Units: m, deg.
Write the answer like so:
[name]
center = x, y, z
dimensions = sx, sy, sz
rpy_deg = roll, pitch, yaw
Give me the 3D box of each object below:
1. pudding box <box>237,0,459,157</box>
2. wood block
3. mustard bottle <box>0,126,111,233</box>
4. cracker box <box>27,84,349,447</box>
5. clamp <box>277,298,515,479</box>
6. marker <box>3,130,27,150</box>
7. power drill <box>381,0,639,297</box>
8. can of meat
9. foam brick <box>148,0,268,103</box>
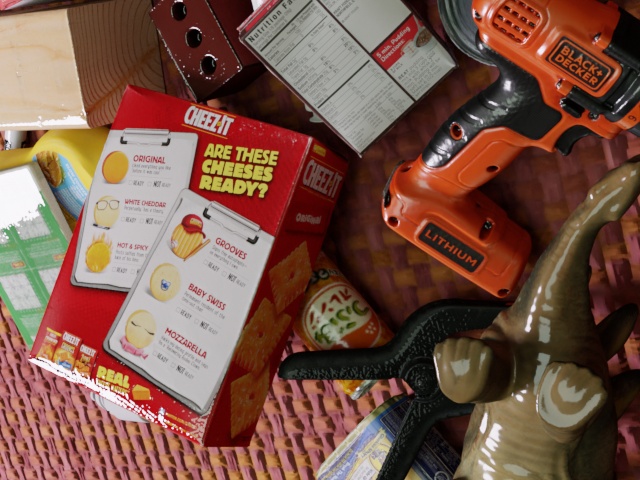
[pudding box]
center = 0.018, -0.122, 0.666
dimensions = 0.090, 0.039, 0.113
rpy_deg = -42, 109, 13
[wood block]
center = -0.234, -0.138, 0.855
dimensions = 0.206, 0.090, 0.090
rpy_deg = 3, 108, 34
[mustard bottle]
center = -0.202, -0.048, 0.879
dimensions = 0.192, 0.058, 0.096
rpy_deg = -16, 117, 37
[cracker box]
center = -0.093, 0.016, 0.749
dimensions = 0.164, 0.072, 0.214
rpy_deg = 19, 89, 28
[clamp]
center = 0.059, 0.086, 0.715
dimensions = 0.171, 0.039, 0.120
rpy_deg = -43, 96, 9
[marker]
center = -0.278, -0.051, 0.961
dimensions = 0.020, 0.020, 0.121
rpy_deg = 27, 120, 25
[power drill]
center = 0.136, -0.051, 0.628
dimensions = 0.184, 0.057, 0.188
rpy_deg = 34, 128, -3
[can of meat]
center = 0.054, 0.172, 0.779
dimensions = 0.084, 0.057, 0.102
rpy_deg = 48, 126, 15
[foam brick]
center = -0.075, -0.147, 0.763
dimensions = 0.053, 0.051, 0.078
rpy_deg = -31, 87, 38
